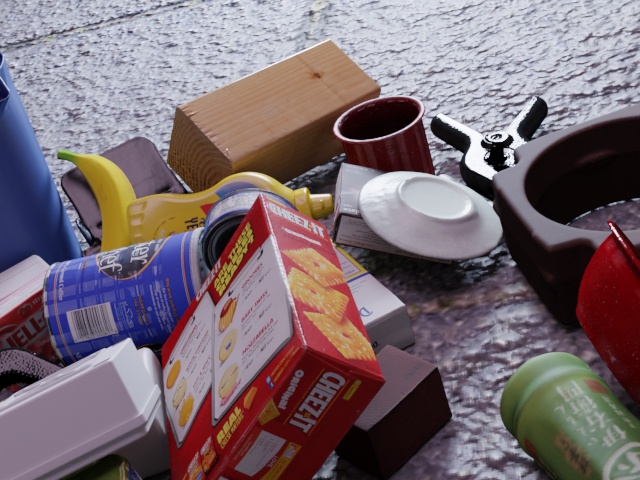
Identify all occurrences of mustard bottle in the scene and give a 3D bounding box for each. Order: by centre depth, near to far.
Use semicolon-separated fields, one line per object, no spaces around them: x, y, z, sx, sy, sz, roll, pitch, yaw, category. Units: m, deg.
-0.080;-0.013;1.007;0.191;0.096;0.058;-14;-1;6;mustard bottle

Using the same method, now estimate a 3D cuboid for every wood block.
-0.047;-0.119;1.109;0.205;0.090;0.091;-30;66;-33;wood block

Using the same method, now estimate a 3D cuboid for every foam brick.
0.047;0.123;0.762;0.078;0.051;0.053;-37;36;-28;foam brick

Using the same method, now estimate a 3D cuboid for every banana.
-0.209;-0.008;1.047;0.069;0.037;0.198;-17;66;6;banana

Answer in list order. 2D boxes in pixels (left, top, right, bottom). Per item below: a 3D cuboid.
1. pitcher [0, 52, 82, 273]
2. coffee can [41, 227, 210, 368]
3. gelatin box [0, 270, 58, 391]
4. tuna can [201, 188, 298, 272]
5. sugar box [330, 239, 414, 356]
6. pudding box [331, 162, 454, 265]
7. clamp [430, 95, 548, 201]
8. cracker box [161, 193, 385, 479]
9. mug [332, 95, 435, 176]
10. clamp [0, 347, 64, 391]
-0.339;-0.058;1.072;0.145;0.243;0.149;-22;31;-7;pitcher
-0.155;0.054;0.932;0.140;0.103;0.103;-13;31;9;coffee can
-0.263;0.082;0.973;0.030;0.073;0.089;17;45;45;gelatin box
-0.056;0.001;0.890;0.086;0.086;0.033;-12;36;11;tuna can
-0.003;0.052;0.910;0.093;0.048;0.176;-26;35;-13;sugar box
0.069;-0.025;0.962;0.113;0.039;0.090;9;32;-2;pudding box
0.164;-0.089;1.051;0.120;0.039;0.171;-10;32;17;clamp
-0.043;0.088;0.771;0.164;0.072;0.214;-56;24;19;cracker box
0.060;-0.089;1.066;0.093;0.081;0.117;-35;35;-26;mug
-0.297;0.148;0.896;0.210;0.036;0.164;-1;61;8;clamp
